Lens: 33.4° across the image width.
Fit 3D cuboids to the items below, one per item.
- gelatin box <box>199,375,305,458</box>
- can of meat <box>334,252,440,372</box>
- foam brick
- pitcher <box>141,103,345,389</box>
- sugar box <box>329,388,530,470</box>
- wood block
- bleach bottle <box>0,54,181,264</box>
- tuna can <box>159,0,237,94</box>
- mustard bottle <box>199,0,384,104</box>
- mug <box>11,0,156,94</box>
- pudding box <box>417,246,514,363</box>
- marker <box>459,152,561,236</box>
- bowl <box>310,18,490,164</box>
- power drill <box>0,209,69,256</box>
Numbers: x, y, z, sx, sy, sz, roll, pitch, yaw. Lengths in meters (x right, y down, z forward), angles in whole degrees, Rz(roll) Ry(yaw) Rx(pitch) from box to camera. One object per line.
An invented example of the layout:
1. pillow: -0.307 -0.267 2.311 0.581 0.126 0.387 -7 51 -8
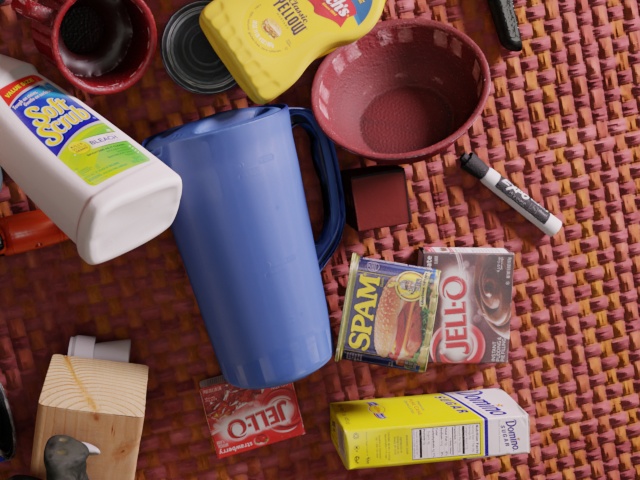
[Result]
1. gelatin box: -0.066 0.162 1.030 0.089 0.030 0.073 -14 100 -5
2. can of meat: 0.063 0.068 0.987 0.084 0.057 0.102 10 91 4
3. foam brick: 0.050 -0.041 0.991 0.051 0.078 0.053 -10 98 -6
4. pitcher: -0.056 0.001 0.964 0.149 0.144 0.243 -10 105 18
5. sugar box: 0.102 0.179 1.024 0.176 0.093 0.048 -7 100 -7
6. wood block: -0.215 0.219 0.965 0.090 0.091 0.206 8 112 -9
7. bleach bottle: -0.233 -0.086 0.882 0.251 0.102 0.068 37 131 22
8. tuna can: -0.103 -0.176 0.972 0.086 0.034 0.086 -1 99 -7
9. mustard bottle: -0.003 -0.207 0.920 0.191 0.058 0.096 -36 95 -8
10. mug: -0.209 -0.182 0.915 0.117 0.082 0.093 14 101 -36
11. pudding box: 0.137 0.063 1.037 0.090 0.039 0.113 1 98 -6
12. marker: 0.183 -0.046 1.037 0.121 0.020 0.020 37 92 -11
13. bowl: 0.074 -0.124 0.968 0.162 0.055 0.162 -6 57 9
14. power drill: -0.265 -0.002 0.912 0.187 0.185 0.057 -11 100 -16
